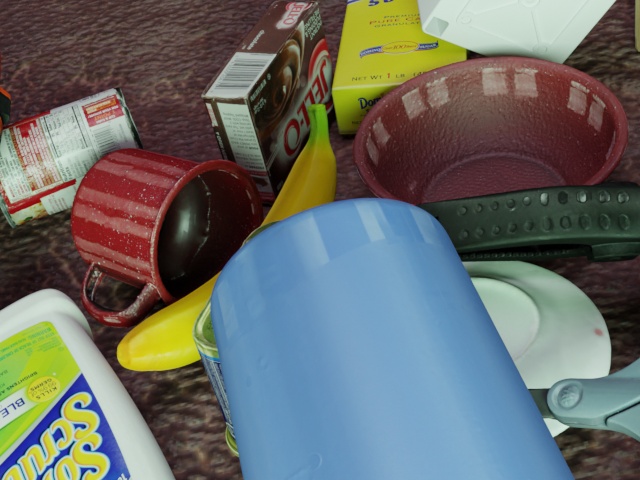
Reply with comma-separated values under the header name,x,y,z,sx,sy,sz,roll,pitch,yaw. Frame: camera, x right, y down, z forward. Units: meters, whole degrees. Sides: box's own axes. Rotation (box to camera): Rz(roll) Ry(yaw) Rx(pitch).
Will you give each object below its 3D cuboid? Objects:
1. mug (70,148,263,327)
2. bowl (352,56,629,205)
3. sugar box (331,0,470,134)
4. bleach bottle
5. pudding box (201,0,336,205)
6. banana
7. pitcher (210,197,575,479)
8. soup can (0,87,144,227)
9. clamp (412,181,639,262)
name,x,y,z,sx,sy,sz,roll,pitch,yaw
mug,-0.100,0.000,0.638,0.082,0.093,0.117,16,67,36
bowl,0.103,-0.045,0.647,0.162,0.055,0.162,-8,42,7
sugar box,0.063,-0.148,0.780,0.093,0.048,0.176,-3,44,10
bleach bottle,-0.107,0.128,0.513,0.102,0.068,0.251,-33,47,-19
pudding box,-0.029,-0.093,0.713,0.039,0.090,0.113,10,47,27
banana,-0.042,0.010,0.620,0.037,0.069,0.197,1,48,49
pitcher,0.029,0.113,0.402,0.149,0.145,0.243,-16,57,-6
soup can,-0.174,-0.058,0.732,0.102,0.068,0.068,-21,42,-8
clamp,0.150,-0.008,0.531,0.210,0.164,0.036,-5,81,10
